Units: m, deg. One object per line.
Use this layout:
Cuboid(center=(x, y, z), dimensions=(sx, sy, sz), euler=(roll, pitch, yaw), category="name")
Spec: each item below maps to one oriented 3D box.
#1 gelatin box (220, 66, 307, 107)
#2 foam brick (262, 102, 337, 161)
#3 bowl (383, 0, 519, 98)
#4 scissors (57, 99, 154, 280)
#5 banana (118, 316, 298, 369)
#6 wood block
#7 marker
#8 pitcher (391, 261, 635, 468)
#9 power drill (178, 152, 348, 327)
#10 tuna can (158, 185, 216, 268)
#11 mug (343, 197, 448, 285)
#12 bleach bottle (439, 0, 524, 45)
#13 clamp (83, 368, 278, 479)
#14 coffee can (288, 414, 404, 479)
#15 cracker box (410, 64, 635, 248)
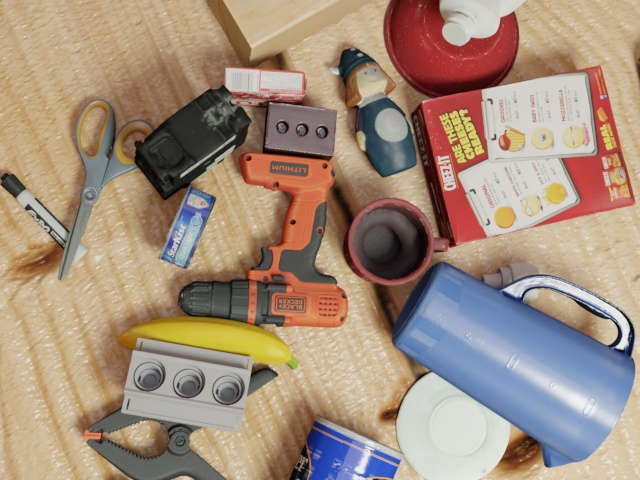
Cuboid(center=(-0.063, -0.165, 1.167), dimensions=(0.089, 0.073, 0.030), euler=(3, 85, -8), category="gelatin box")
Cuboid(center=(-0.023, -0.118, 1.178), dimensions=(0.078, 0.051, 0.053), euler=(5, 84, -7), category="foam brick")
Cuboid(center=(0.156, -0.243, 1.212), dimensions=(0.162, 0.055, 0.162), euler=(1, 84, -7), category="bowl")
Cuboid(center=(-0.229, -0.054, 1.154), dimensions=(0.096, 0.016, 0.202), euler=(3, 79, -11), category="scissors")
Cuboid(center=(-0.116, 0.109, 1.135), dimensions=(0.197, 0.070, 0.037), euler=(10, 48, -5), category="banana")
Cuboid(center=(-0.013, -0.285, 1.176), dimensions=(0.206, 0.091, 0.090), euler=(-31, 88, -9), category="wood block")
Cuboid(center=(-0.299, -0.027, 1.150), dimensions=(0.020, 0.020, 0.121), euler=(-44, 91, -9), category="marker")
Cuboid(center=(0.209, 0.116, 1.151), dimensions=(0.243, 0.145, 0.149), euler=(30, 49, -1), category="pitcher")
Cuboid(center=(-0.058, 0.001, 1.162), dimensions=(0.184, 0.057, 0.187), euler=(4, 87, -10), category="power drill")
Cuboid(center=(-0.141, -0.014, 1.136), dimensions=(0.033, 0.086, 0.086), euler=(23, 82, -7), category="tuna can")
Cuboid(center=(0.082, 0.004, 1.165), dimensions=(0.117, 0.081, 0.093), euler=(-1, 85, -8), category="mug")
Cuboid(center=(0.203, -0.295, 1.169), dimensions=(0.102, 0.068, 0.250), euler=(35, 57, -2), category="bleach bottle")
Cuboid(center=(-0.144, 0.223, 1.135), dimensions=(0.210, 0.036, 0.164), euler=(-2, 78, -8), category="clamp")
Cuboid(center=(0.014, 0.268, 1.121), dimensions=(0.102, 0.103, 0.140), euler=(25, 82, -5), category="coffee can")
Cuboid(center=(0.226, -0.093, 1.199), dimensions=(0.213, 0.072, 0.164), euler=(-13, 86, -8), category="cracker box")
